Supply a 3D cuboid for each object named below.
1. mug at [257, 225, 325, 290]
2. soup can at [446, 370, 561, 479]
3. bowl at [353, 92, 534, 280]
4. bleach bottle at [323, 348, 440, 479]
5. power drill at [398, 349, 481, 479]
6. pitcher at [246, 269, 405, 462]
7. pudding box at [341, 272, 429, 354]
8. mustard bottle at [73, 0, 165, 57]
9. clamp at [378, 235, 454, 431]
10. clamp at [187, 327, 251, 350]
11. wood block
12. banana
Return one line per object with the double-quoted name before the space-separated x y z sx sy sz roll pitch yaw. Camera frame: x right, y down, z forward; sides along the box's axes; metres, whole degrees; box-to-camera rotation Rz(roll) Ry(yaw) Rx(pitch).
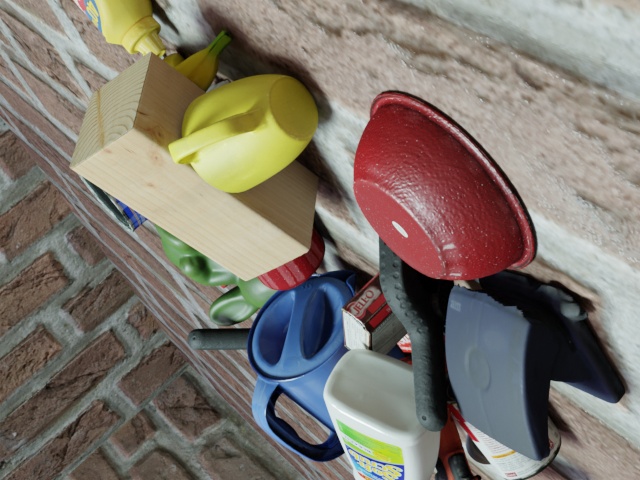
"mug" -0.057 0.001 1.126 0.117 0.093 0.081 -16 132 26
"soup can" 0.160 0.155 0.948 0.102 0.068 0.069 52 166 -16
"bowl" 0.074 -0.025 0.755 0.162 0.055 0.162 45 165 14
"bleach bottle" 0.069 0.194 0.983 0.103 0.068 0.251 22 152 24
"power drill" 0.128 0.202 1.041 0.184 0.057 0.187 157 96 -79
"pitcher" 0.032 0.161 1.164 0.242 0.149 0.145 48 -159 -38
"pudding box" 0.062 0.058 0.938 0.039 0.090 0.113 43 166 20
"mustard bottle" -0.220 -0.250 1.041 0.191 0.058 0.096 47 166 4
"clamp" 0.095 0.055 0.864 0.039 0.120 0.171 -11 97 33
"clamp" -0.041 0.116 1.266 0.210 0.036 0.164 -7 170 32
"wood block" -0.106 -0.060 0.952 0.090 0.090 0.205 -26 133 37
"banana" -0.128 -0.153 1.001 0.037 0.069 0.198 48 167 -19
